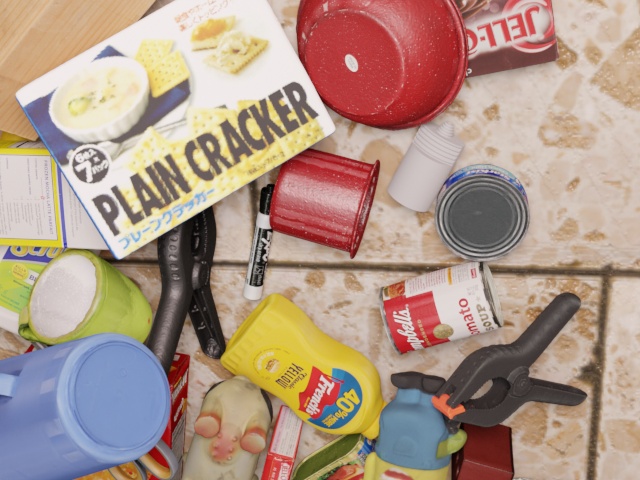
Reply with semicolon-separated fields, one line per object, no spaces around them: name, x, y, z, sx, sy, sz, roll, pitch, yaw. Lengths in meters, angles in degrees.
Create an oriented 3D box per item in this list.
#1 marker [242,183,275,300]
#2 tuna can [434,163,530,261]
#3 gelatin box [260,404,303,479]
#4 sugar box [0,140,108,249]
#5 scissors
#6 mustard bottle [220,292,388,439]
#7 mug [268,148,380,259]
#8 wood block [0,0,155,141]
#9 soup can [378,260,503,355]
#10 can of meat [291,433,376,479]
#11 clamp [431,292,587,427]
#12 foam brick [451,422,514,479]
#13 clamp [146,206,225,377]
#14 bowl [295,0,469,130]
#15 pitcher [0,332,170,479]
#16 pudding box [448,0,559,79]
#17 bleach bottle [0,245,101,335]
marker;-0.057;0.001;1.031;0.020;0.020;0.121;13;115;3
tuna can;0.148;-0.026;0.977;0.086;0.033;0.086;4;115;8
gelatin box;-0.041;0.224;1.091;0.030;0.089;0.073;14;116;0
sugar box;-0.250;-0.042;0.965;0.176;0.048;0.093;2;107;6
scissors;-0.227;0.177;1.060;0.202;0.016;0.096;37;129;6
mustard bottle;0.002;0.140;1.063;0.191;0.058;0.096;36;120;-9
mug;0.003;-0.032;0.976;0.081;0.093;0.117;15;152;7
wood block;-0.228;-0.195;0.904;0.206;0.090;0.090;-44;59;19
soup can;0.114;0.063;1.005;0.102;0.068;0.068;-16;111;15
can of meat;0.032;0.253;1.112;0.102;0.057;0.084;-35;102;22
clamp;0.186;0.134;1.006;0.171;0.039;0.120;-27;112;-16
foam brick;0.161;0.222;1.065;0.051;0.078;0.053;14;116;1
clamp;-0.123;0.035;1.015;0.036;0.164;0.210;5;92;16
bowl;0.039;-0.158;0.896;0.162;0.055;0.162;15;125;23
pitcher;-0.249;0.152;0.939;0.243;0.149;0.145;-22;93;45
pudding box;0.139;-0.188;0.901;0.113;0.039;0.090;-9;114;14
bleach bottle;-0.252;-0.025;1.027;0.102;0.068;0.251;26;114;-6
